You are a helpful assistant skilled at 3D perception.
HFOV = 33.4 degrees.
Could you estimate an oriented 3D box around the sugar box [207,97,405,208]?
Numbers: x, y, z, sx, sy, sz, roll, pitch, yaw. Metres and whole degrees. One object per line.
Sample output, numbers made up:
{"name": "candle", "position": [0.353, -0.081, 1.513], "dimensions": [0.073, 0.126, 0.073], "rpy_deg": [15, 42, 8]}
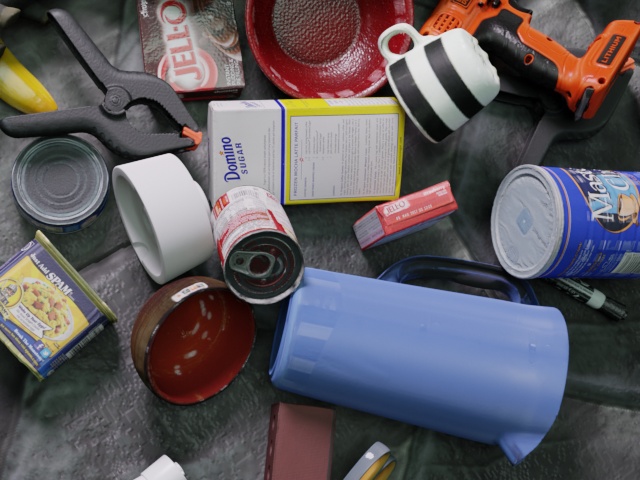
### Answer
{"name": "sugar box", "position": [-0.014, -0.081, 0.971], "dimensions": [0.176, 0.048, 0.093], "rpy_deg": [-1, 109, -10]}

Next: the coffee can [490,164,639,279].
{"name": "coffee can", "position": [0.244, -0.015, 0.983], "dimensions": [0.140, 0.103, 0.103], "rpy_deg": [1, 78, -25]}

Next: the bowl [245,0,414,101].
{"name": "bowl", "position": [0.003, -0.207, 0.996], "dimensions": [0.162, 0.055, 0.162], "rpy_deg": [-3, 100, -15]}

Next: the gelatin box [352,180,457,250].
{"name": "gelatin box", "position": [0.075, -0.022, 0.971], "dimensions": [0.073, 0.089, 0.030], "rpy_deg": [-20, 84, -15]}

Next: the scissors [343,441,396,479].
{"name": "scissors", "position": [0.005, 0.254, 0.932], "dimensions": [0.016, 0.096, 0.202], "rpy_deg": [40, 105, 22]}

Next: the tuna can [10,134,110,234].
{"name": "tuna can", "position": [-0.229, -0.051, 0.943], "dimensions": [0.086, 0.034, 0.086], "rpy_deg": [2, 79, -11]}

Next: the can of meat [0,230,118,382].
{"name": "can of meat", "position": [-0.238, 0.058, 0.909], "dimensions": [0.084, 0.057, 0.102], "rpy_deg": [-42, 89, -14]}

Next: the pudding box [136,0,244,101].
{"name": "pudding box", "position": [-0.122, -0.186, 0.989], "dimensions": [0.090, 0.039, 0.113], "rpy_deg": [-6, 80, -12]}

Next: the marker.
{"name": "marker", "position": [0.243, 0.044, 1.029], "dimensions": [0.121, 0.020, 0.020], "rpy_deg": [29, 75, -5]}

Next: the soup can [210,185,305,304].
{"name": "soup can", "position": [-0.056, 0.001, 0.913], "dimensions": [0.068, 0.102, 0.068], "rpy_deg": [-5, 116, -11]}

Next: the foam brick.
{"name": "foam brick", "position": [-0.019, 0.183, 0.931], "dimensions": [0.051, 0.053, 0.078], "rpy_deg": [8, 76, -10]}

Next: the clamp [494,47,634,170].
{"name": "clamp", "position": [0.212, -0.139, 1.050], "dimensions": [0.209, 0.036, 0.164], "rpy_deg": [-32, 85, -14]}

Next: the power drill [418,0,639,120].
{"name": "power drill", "position": [0.208, -0.211, 1.030], "dimensions": [0.188, 0.057, 0.184], "rpy_deg": [28, 66, 13]}

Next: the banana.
{"name": "banana", "position": [-0.299, -0.193, 0.956], "dimensions": [0.069, 0.037, 0.198], "rpy_deg": [-20, 83, -14]}

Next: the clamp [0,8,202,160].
{"name": "clamp", "position": [-0.183, -0.129, 0.934], "dimensions": [0.171, 0.039, 0.120], "rpy_deg": [14, 86, -15]}

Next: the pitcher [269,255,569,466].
{"name": "pitcher", "position": [0.084, 0.091, 0.939], "dimensions": [0.242, 0.149, 0.145], "rpy_deg": [13, 102, -6]}
